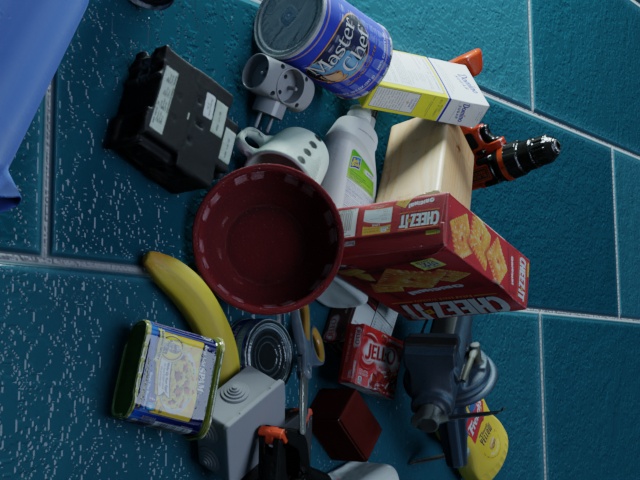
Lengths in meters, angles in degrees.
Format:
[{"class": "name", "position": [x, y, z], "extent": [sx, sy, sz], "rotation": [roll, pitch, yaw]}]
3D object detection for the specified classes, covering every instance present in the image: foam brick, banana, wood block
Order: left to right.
[{"class": "banana", "position": [-0.124, 0.092, 1.100], "extent": [0.069, 0.037, 0.198], "rotation": [-35, 113, -49]}, {"class": "foam brick", "position": [0.027, 0.219, 1.267], "extent": [0.078, 0.053, 0.051], "rotation": [59, 44, -30]}, {"class": "wood block", "position": [0.137, -0.073, 1.370], "extent": [0.090, 0.090, 0.206], "rotation": [59, 26, -27]}]

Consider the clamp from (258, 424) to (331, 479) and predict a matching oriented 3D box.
[{"class": "clamp", "position": [-0.027, 0.250, 1.132], "extent": [0.120, 0.039, 0.171], "rotation": [-61, 148, -52]}]

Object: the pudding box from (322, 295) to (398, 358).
[{"class": "pudding box", "position": [0.054, 0.099, 1.329], "extent": [0.090, 0.039, 0.113], "rotation": [47, 54, -41]}]

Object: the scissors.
[{"class": "scissors", "position": [-0.012, 0.150, 1.196], "extent": [0.096, 0.016, 0.202], "rotation": [59, 19, -47]}]

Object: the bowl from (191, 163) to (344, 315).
[{"class": "bowl", "position": [-0.058, 0.001, 1.145], "extent": [0.055, 0.162, 0.162], "rotation": [132, -41, -80]}]

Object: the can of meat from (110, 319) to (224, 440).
[{"class": "can of meat", "position": [-0.148, 0.134, 1.031], "extent": [0.083, 0.058, 0.102], "rotation": [20, 67, -28]}]

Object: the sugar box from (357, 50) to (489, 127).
[{"class": "sugar box", "position": [0.122, -0.198, 1.371], "extent": [0.176, 0.048, 0.093], "rotation": [9, 41, -29]}]

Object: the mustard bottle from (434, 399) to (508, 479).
[{"class": "mustard bottle", "position": [0.195, 0.244, 1.475], "extent": [0.096, 0.058, 0.191], "rotation": [-55, 127, -34]}]

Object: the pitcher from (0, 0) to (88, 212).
[{"class": "pitcher", "position": [-0.289, -0.147, 0.860], "extent": [0.149, 0.145, 0.242], "rotation": [60, 38, -45]}]

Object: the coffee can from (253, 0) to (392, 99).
[{"class": "coffee can", "position": [0.005, -0.238, 1.260], "extent": [0.140, 0.103, 0.103], "rotation": [22, 68, -49]}]

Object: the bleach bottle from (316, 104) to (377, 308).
[{"class": "bleach bottle", "position": [0.032, -0.051, 1.304], "extent": [0.102, 0.068, 0.250], "rotation": [41, 52, -45]}]

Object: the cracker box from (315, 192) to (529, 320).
[{"class": "cracker box", "position": [0.120, 0.025, 1.210], "extent": [0.213, 0.164, 0.072], "rotation": [34, 56, -49]}]

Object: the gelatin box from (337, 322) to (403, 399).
[{"class": "gelatin box", "position": [0.061, 0.145, 1.279], "extent": [0.089, 0.030, 0.073], "rotation": [30, 66, -47]}]

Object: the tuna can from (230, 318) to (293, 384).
[{"class": "tuna can", "position": [-0.068, 0.128, 1.171], "extent": [0.086, 0.034, 0.086], "rotation": [10, 77, -51]}]

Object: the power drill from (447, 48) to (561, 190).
[{"class": "power drill", "position": [0.222, -0.165, 1.481], "extent": [0.057, 0.185, 0.187], "rotation": [-36, 104, -53]}]
